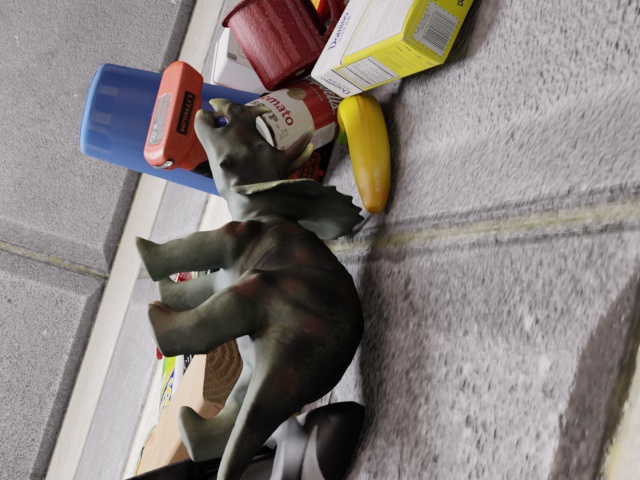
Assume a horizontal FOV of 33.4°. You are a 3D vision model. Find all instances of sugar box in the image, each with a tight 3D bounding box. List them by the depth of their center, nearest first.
[{"bbox_3d":[0.061,-0.178,0.885,0.093,0.048,0.176,-63,18,-12],"label":"sugar box"}]

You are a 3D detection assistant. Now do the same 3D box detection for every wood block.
[{"bbox_3d":[-0.099,0.185,0.998,0.090,0.090,0.206,-89,23,-47],"label":"wood block"}]

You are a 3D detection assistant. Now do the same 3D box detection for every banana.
[{"bbox_3d":[0.040,-0.090,0.943,0.198,0.037,0.069,-101,6,-67],"label":"banana"}]

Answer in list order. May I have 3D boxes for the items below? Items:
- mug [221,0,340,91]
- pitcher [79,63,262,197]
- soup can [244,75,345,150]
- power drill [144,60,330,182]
[{"bbox_3d":[-0.028,-0.203,1.027,0.117,0.081,0.093,-30,-1,33],"label":"mug"},{"bbox_3d":[-0.143,-0.124,1.211,0.145,0.242,0.149,-85,11,-56],"label":"pitcher"},{"bbox_3d":[-0.026,-0.116,1.036,0.102,0.068,0.069,-28,-10,-31],"label":"soup can"},{"bbox_3d":[-0.073,-0.116,1.081,0.057,0.187,0.184,-4,71,61],"label":"power drill"}]
